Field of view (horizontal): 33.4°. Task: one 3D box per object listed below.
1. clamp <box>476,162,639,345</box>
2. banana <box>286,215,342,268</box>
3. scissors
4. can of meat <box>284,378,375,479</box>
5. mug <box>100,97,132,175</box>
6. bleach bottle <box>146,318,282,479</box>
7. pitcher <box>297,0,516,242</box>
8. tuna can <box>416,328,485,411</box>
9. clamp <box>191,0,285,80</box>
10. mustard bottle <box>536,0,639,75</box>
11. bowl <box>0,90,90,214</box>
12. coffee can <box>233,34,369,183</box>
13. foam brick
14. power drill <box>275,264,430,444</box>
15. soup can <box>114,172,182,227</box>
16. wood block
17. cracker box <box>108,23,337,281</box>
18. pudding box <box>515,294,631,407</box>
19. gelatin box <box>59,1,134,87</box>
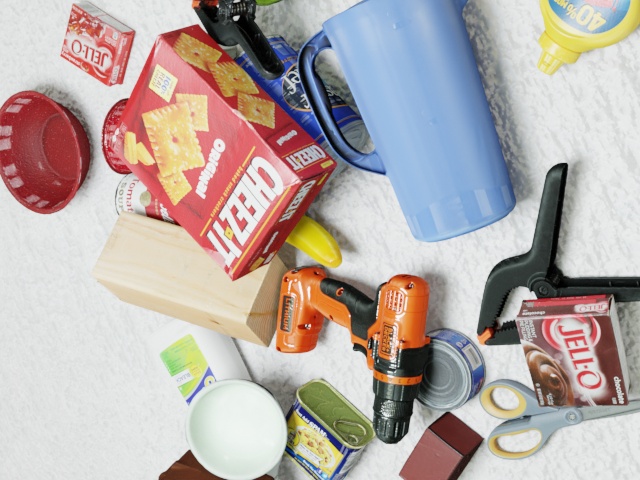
[{"bbox_3d":[0.235,0.046,1.051,0.164,0.036,0.210,42,126,9],"label":"clamp"},{"bbox_3d":[-0.053,-0.012,1.213,0.198,0.069,0.037,13,140,24],"label":"banana"},{"bbox_3d":[0.243,0.165,1.093,0.202,0.016,0.096,-35,83,36],"label":"scissors"},{"bbox_3d":[0.003,0.228,1.251,0.102,0.057,0.084,40,125,19],"label":"can of meat"},{"bbox_3d":[-0.195,-0.130,1.267,0.082,0.093,0.117,9,71,28],"label":"mug"},{"bbox_3d":[-0.114,0.204,1.320,0.103,0.068,0.251,-32,88,34],"label":"bleach bottle"},{"bbox_3d":[0.093,-0.123,1.041,0.149,0.144,0.243,-11,101,55],"label":"pitcher"},{"bbox_3d":[0.132,0.140,1.150,0.086,0.033,0.086,11,109,31],"label":"tuna can"},{"bbox_3d":[-0.081,-0.241,1.072,0.172,0.039,0.120,36,123,47],"label":"clamp"},{"bbox_3d":[0.250,-0.230,0.946,0.096,0.058,0.192,41,123,19],"label":"mustard bottle"},{"bbox_3d":[-0.352,-0.118,1.389,0.162,0.055,0.162,11,109,32],"label":"bowl"},{"bbox_3d":[-0.031,-0.135,1.137,0.140,0.102,0.103,47,124,14],"label":"coffee can"},{"bbox_3d":[0.131,0.237,1.168,0.051,0.052,0.078,37,122,20],"label":"foam brick"},{"bbox_3d":[0.035,0.112,1.168,0.188,0.057,0.184,16,103,40],"label":"power drill"},{"bbox_3d":[-0.190,-0.048,1.293,0.102,0.068,0.068,6,107,33],"label":"soup can"},{"bbox_3d":[-0.146,0.044,1.241,0.206,0.090,0.090,16,71,22],"label":"wood block"},{"bbox_3d":[-0.109,-0.089,1.100,0.214,0.071,0.164,47,131,13],"label":"cracker box"},{"bbox_3d":[0.247,0.108,1.035,0.090,0.039,0.113,-5,121,27],"label":"pudding box"},{"bbox_3d":[-0.275,-0.242,1.316,0.089,0.030,0.073,34,120,22],"label":"gelatin box"}]
